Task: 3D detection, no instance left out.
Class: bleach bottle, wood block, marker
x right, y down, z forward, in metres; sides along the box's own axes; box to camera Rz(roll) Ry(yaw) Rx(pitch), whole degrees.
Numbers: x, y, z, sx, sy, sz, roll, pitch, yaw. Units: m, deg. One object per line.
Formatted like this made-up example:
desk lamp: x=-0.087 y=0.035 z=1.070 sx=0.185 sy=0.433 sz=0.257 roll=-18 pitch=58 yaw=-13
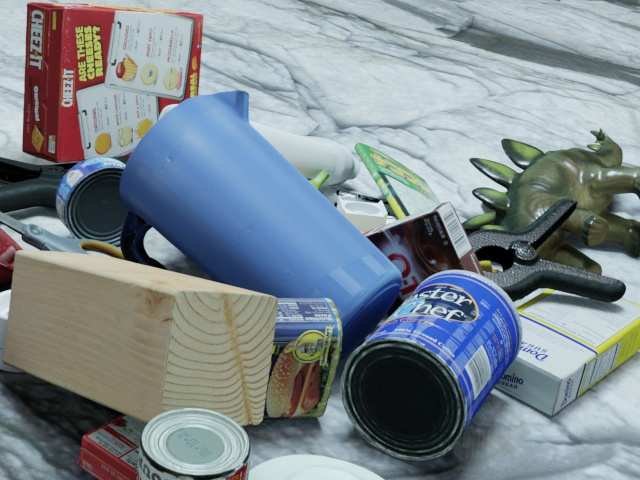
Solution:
bleach bottle: x=-0.054 y=-0.096 z=1.176 sx=0.103 sy=0.068 sz=0.250 roll=12 pitch=4 yaw=43
wood block: x=-0.135 y=0.066 z=0.766 sx=0.090 sy=0.091 sz=0.207 roll=6 pitch=2 yaw=-44
marker: x=0.061 y=-0.040 z=1.210 sx=0.121 sy=0.020 sz=0.020 roll=11 pitch=26 yaw=4

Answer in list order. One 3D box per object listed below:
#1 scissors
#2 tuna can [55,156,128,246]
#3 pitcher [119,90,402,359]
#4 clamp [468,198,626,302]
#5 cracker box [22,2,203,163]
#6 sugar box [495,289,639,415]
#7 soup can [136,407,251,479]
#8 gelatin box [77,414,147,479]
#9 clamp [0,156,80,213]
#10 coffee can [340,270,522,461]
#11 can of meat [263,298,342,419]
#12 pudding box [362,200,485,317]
scissors: x=-0.249 y=0.010 z=0.944 sx=0.201 sy=0.016 sz=0.096 roll=21 pitch=32 yaw=-21
tuna can: x=-0.213 y=-0.038 z=1.041 sx=0.085 sy=0.086 sz=0.034 roll=-8 pitch=29 yaw=-31
pitcher: x=-0.056 y=0.001 z=0.930 sx=0.243 sy=0.149 sz=0.144 roll=42 pitch=53 yaw=17
clamp: x=0.195 y=0.025 z=0.990 sx=0.171 sy=0.039 sz=0.120 roll=-18 pitch=49 yaw=-18
cracker box: x=-0.229 y=-0.179 z=1.197 sx=0.072 sy=0.164 sz=0.213 roll=15 pitch=16 yaw=35
sugar box: x=0.219 y=0.091 z=0.968 sx=0.093 sy=0.048 sz=0.175 roll=27 pitch=35 yaw=34
soup can: x=-0.081 y=0.163 z=0.658 sx=0.068 sy=0.102 sz=0.068 roll=8 pitch=26 yaw=-4
gelatin box: x=-0.114 y=0.150 z=0.756 sx=0.073 sy=0.030 sz=0.089 roll=26 pitch=30 yaw=29
clamp: x=-0.289 y=-0.061 z=1.120 sx=0.209 sy=0.036 sz=0.165 roll=-2 pitch=25 yaw=-22
coffee can: x=0.091 y=0.096 z=0.850 sx=0.103 sy=0.103 sz=0.140 roll=20 pitch=28 yaw=20
can of meat: x=-0.035 y=0.092 z=0.821 sx=0.083 sy=0.102 sz=0.057 roll=1 pitch=31 yaw=-21
pudding box: x=0.094 y=0.032 z=0.938 sx=0.090 sy=0.113 sz=0.039 roll=-21 pitch=4 yaw=34
